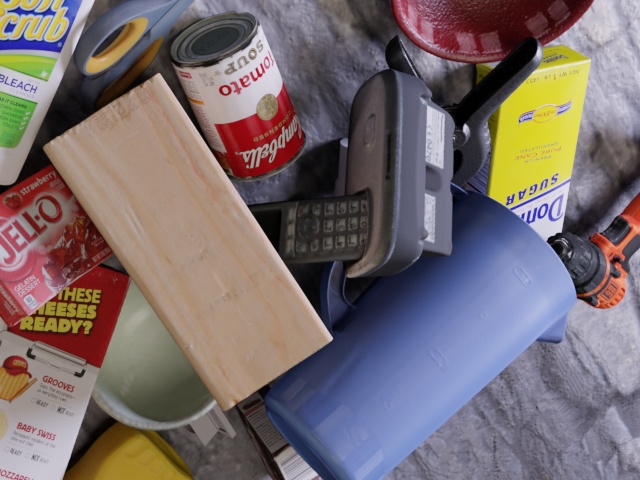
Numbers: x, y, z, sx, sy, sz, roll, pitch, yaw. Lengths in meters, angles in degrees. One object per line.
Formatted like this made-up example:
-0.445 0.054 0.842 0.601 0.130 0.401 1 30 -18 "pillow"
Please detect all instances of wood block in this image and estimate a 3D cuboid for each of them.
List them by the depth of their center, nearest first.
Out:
-0.089 -0.001 0.724 0.090 0.091 0.206 -33 100 -5 "wood block"

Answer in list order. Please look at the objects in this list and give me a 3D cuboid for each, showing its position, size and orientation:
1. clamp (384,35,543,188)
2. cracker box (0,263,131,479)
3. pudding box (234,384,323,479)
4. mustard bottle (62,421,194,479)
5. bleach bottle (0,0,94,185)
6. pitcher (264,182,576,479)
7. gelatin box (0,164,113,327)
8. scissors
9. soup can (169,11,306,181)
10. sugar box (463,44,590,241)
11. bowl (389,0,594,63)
0.111 -0.096 0.849 0.120 0.039 0.171 -2 140 2 "clamp"
-0.245 0.099 0.730 0.163 0.072 0.214 20 87 -38 "cracker box"
-0.029 0.190 0.934 0.039 0.090 0.113 -29 128 -15 "pudding box"
-0.200 0.235 0.881 0.191 0.058 0.096 -39 130 -4 "mustard bottle"
-0.186 -0.162 0.648 0.102 0.068 0.251 15 107 -42 "bleach bottle"
0.068 0.075 0.842 0.242 0.149 0.145 -42 147 -14 "pitcher"
-0.187 0.002 0.689 0.073 0.030 0.089 55 41 -7 "gelatin box"
-0.094 -0.168 0.700 0.202 0.016 0.096 -49 171 6 "scissors"
-0.058 -0.102 0.757 0.068 0.069 0.102 -31 128 -11 "soup can"
0.174 -0.074 0.924 0.093 0.048 0.176 -14 123 -23 "sugar box"
0.126 -0.208 0.786 0.162 0.055 0.162 -5 142 -4 "bowl"
